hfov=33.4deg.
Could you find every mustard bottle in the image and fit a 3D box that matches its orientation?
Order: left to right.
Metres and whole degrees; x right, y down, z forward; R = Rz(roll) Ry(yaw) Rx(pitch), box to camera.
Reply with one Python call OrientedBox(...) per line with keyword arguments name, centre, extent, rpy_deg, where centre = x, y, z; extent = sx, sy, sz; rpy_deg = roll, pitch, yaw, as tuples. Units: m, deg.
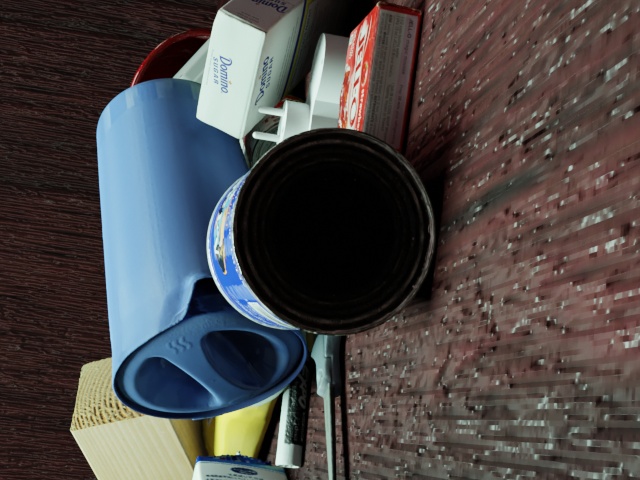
OrientedBox(name="mustard bottle", centre=(-0.061, 0.115, 0.921), extent=(0.192, 0.058, 0.096), rpy_deg=(109, 164, -48))

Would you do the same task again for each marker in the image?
OrientedBox(name="marker", centre=(-0.019, 0.109, 0.803), extent=(0.020, 0.020, 0.121), rpy_deg=(127, 150, -70))

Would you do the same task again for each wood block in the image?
OrientedBox(name="wood block", centre=(-0.147, 0.208, 0.996), extent=(0.090, 0.091, 0.206), rpy_deg=(-95, -11, -55))

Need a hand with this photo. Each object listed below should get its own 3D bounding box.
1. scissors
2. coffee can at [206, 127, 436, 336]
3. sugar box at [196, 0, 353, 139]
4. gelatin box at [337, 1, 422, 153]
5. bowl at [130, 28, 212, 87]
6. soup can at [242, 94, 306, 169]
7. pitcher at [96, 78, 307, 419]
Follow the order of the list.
OrientedBox(name="scissors", centre=(0.009, 0.071, 0.691), extent=(0.202, 0.016, 0.096), rpy_deg=(-100, 21, -61))
OrientedBox(name="coffee can", centre=(-0.006, -0.001, 0.586), extent=(0.140, 0.102, 0.103), rpy_deg=(163, 115, -79))
OrientedBox(name="sugar box", centre=(-0.027, -0.158, 0.796), extent=(0.176, 0.048, 0.093), rpy_deg=(-48, -19, -48))
OrientedBox(name="gelatin box", centre=(0.033, -0.093, 0.653), extent=(0.073, 0.030, 0.089), rpy_deg=(167, 110, -79))
OrientedBox(name="bowl", centre=(-0.144, -0.146, 1.124), extent=(0.055, 0.161, 0.162), rpy_deg=(27, 111, 47))
OrientedBox(name="soup can", centre=(-0.027, -0.076, 0.868), extent=(0.102, 0.068, 0.068), rpy_deg=(-112, 32, -70))
OrientedBox(name="pitcher", centre=(-0.100, 0.006, 0.794), extent=(0.149, 0.144, 0.243), rpy_deg=(-36, 50, 26))
